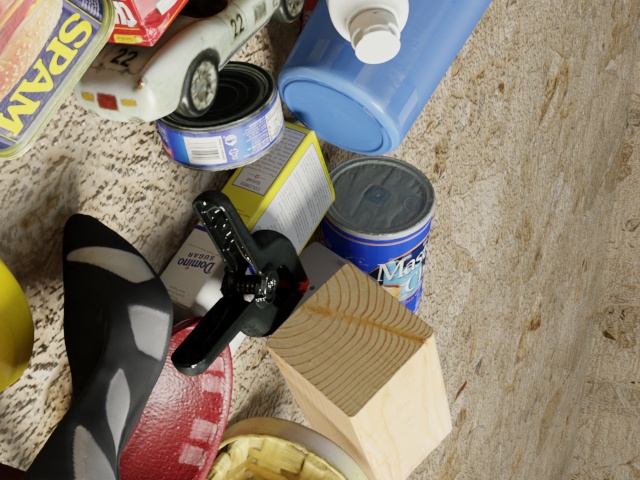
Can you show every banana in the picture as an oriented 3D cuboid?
[{"bbox_3d":[-0.194,0.028,0.555,0.198,0.037,0.069,73,36,-51],"label":"banana"}]

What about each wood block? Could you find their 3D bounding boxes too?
[{"bbox_3d":[0.038,0.117,0.845,0.090,0.091,0.206,-44,152,-14],"label":"wood block"}]

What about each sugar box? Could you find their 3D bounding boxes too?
[{"bbox_3d":[-0.056,0.001,0.829,0.176,0.048,0.093,-54,149,-23],"label":"sugar box"}]

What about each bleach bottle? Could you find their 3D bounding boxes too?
[{"bbox_3d":[0.017,-0.227,0.711,0.102,0.068,0.251,62,16,-57],"label":"bleach bottle"}]

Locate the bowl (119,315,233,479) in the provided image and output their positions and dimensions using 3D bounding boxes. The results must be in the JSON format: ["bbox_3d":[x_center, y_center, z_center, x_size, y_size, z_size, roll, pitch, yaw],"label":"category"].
[{"bbox_3d":[-0.124,0.125,0.747,0.161,0.055,0.162,-44,141,-52],"label":"bowl"}]

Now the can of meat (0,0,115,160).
[{"bbox_3d":[-0.161,-0.098,0.509,0.102,0.057,0.083,-53,154,5],"label":"can of meat"}]

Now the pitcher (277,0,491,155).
[{"bbox_3d":[0.059,-0.198,0.842,0.242,0.149,0.145,-60,164,-18],"label":"pitcher"}]

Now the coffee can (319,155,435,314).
[{"bbox_3d":[0.049,0.006,0.993,0.140,0.103,0.102,92,25,-47],"label":"coffee can"}]

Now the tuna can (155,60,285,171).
[{"bbox_3d":[-0.068,-0.085,0.718,0.086,0.086,0.034,-55,147,-40],"label":"tuna can"}]

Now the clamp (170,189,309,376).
[{"bbox_3d":[-0.054,0.040,0.751,0.171,0.039,0.120,27,79,-65],"label":"clamp"}]
